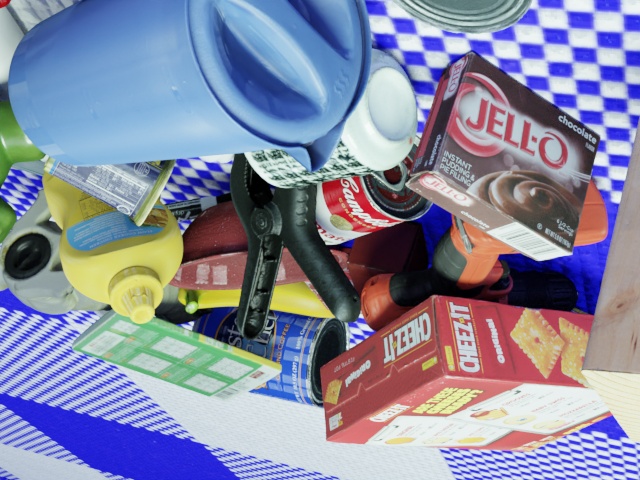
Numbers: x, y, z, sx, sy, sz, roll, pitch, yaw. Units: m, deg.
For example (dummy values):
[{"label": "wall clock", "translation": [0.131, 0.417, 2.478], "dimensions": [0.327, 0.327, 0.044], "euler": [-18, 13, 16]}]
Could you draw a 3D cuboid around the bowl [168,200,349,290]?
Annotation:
[{"label": "bowl", "translation": [-0.056, 0.001, 0.910], "dimensions": [0.162, 0.055, 0.162], "euler": [-6, 168, -2]}]

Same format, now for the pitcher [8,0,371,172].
[{"label": "pitcher", "translation": [-0.099, -0.120, 0.665], "dimensions": [0.144, 0.149, 0.243], "euler": [20, 164, -40]}]

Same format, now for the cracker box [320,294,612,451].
[{"label": "cracker box", "translation": [0.131, 0.110, 0.843], "dimensions": [0.213, 0.072, 0.164], "euler": [9, 150, -29]}]

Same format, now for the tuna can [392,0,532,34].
[{"label": "tuna can", "translation": [0.074, -0.150, 0.564], "dimensions": [0.086, 0.033, 0.086], "euler": [17, 156, 7]}]

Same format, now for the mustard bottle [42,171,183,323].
[{"label": "mustard bottle", "translation": [-0.161, -0.003, 0.854], "dimensions": [0.096, 0.192, 0.058], "euler": [-14, 131, -13]}]

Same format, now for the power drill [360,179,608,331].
[{"label": "power drill", "translation": [0.138, 0.018, 0.798], "dimensions": [0.184, 0.057, 0.188], "euler": [-3, 153, -17]}]

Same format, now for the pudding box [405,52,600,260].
[{"label": "pudding box", "translation": [0.116, -0.050, 0.672], "dimensions": [0.113, 0.090, 0.039], "euler": [30, 156, -22]}]

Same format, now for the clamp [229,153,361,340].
[{"label": "clamp", "translation": [-0.036, -0.007, 0.793], "dimensions": [0.120, 0.171, 0.039], "euler": [-24, 166, 37]}]

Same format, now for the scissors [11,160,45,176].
[{"label": "scissors", "translation": [-0.263, -0.068, 0.930], "dimensions": [0.096, 0.016, 0.202], "euler": [14, 180, -16]}]

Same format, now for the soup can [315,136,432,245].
[{"label": "soup can", "translation": [0.029, -0.038, 0.792], "dimensions": [0.068, 0.068, 0.102], "euler": [31, 154, -24]}]

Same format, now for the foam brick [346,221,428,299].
[{"label": "foam brick", "translation": [0.059, 0.020, 0.908], "dimensions": [0.051, 0.053, 0.078], "euler": [12, 154, 17]}]

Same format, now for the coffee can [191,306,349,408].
[{"label": "coffee can", "translation": [-0.053, 0.114, 1.128], "dimensions": [0.140, 0.102, 0.102], "euler": [8, 153, 24]}]

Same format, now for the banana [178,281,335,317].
[{"label": "banana", "translation": [-0.065, 0.054, 1.031], "dimensions": [0.197, 0.037, 0.070], "euler": [2, -145, -42]}]

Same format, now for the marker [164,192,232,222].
[{"label": "marker", "translation": [-0.121, -0.025, 0.931], "dimensions": [0.121, 0.020, 0.020], "euler": [-10, 153, 0]}]

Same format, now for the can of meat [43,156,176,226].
[{"label": "can of meat", "translation": [-0.157, -0.071, 0.825], "dimensions": [0.084, 0.102, 0.058], "euler": [29, 122, -13]}]
